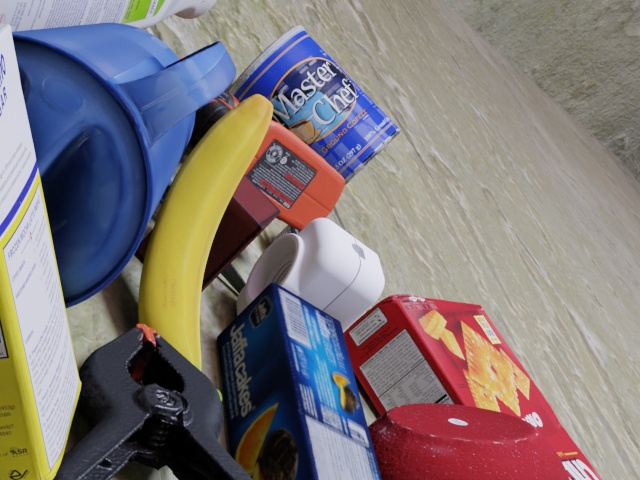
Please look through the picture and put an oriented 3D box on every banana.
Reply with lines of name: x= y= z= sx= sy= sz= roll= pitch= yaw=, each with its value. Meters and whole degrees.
banana: x=-0.072 y=0.004 z=0.639 sx=0.037 sy=0.070 sz=0.198 roll=51 pitch=43 yaw=-63

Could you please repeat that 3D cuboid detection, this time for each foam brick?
foam brick: x=-0.074 y=-0.007 z=0.710 sx=0.051 sy=0.078 sz=0.053 roll=45 pitch=18 yaw=-1

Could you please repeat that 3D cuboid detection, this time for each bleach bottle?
bleach bottle: x=-0.150 y=-0.177 z=0.726 sx=0.068 sy=0.103 sz=0.250 roll=42 pitch=32 yaw=25

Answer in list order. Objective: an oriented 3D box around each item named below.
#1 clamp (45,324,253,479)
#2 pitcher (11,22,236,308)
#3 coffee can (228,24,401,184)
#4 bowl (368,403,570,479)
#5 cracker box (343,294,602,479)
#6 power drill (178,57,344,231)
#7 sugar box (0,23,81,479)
clamp: x=-0.073 y=0.098 z=0.528 sx=0.120 sy=0.039 sz=0.171 roll=27 pitch=19 yaw=-16
pitcher: x=-0.129 y=-0.063 z=0.595 sx=0.149 sy=0.145 sz=0.243 roll=17 pitch=16 yaw=-3
coffee can: x=-0.007 y=-0.120 z=1.023 sx=0.140 sy=0.103 sz=0.102 roll=46 pitch=20 yaw=-1
bowl: x=0.083 y=0.136 z=0.645 sx=0.162 sy=0.055 sz=0.162 roll=5 pitch=4 yaw=-1
cracker box: x=0.127 y=0.144 z=0.825 sx=0.163 sy=0.072 sz=0.214 roll=12 pitch=39 yaw=-56
power drill: x=-0.063 y=-0.076 z=0.836 sx=0.184 sy=0.057 sz=0.188 roll=32 pitch=4 yaw=-43
sugar box: x=-0.139 y=0.007 z=0.440 sx=0.093 sy=0.048 sz=0.176 roll=-101 pitch=-177 yaw=-69
